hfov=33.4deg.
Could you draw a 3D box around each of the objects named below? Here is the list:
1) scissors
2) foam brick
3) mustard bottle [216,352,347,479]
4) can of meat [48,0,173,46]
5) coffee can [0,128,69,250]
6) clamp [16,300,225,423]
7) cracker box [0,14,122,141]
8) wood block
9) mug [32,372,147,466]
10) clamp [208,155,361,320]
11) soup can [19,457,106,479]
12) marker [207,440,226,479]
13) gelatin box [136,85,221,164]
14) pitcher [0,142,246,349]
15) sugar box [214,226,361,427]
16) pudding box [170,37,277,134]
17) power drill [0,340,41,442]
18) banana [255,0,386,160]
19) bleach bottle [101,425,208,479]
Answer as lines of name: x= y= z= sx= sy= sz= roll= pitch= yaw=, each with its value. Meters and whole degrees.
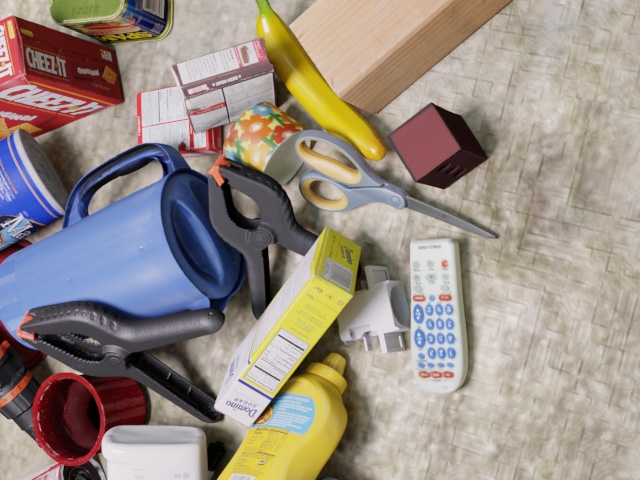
scissors: x=0.059 y=-0.032 z=0.995 sx=0.202 sy=0.016 sz=0.096 roll=34 pitch=140 yaw=2
foam brick: x=0.105 y=-0.082 z=0.949 sx=0.053 sy=0.078 sz=0.051 roll=-37 pitch=72 yaw=21
mustard bottle: x=-0.028 y=0.182 z=0.969 sx=0.096 sy=0.058 sz=0.191 roll=-6 pitch=44 yaw=50
can of meat: x=-0.219 y=-0.243 z=1.112 sx=0.102 sy=0.083 sz=0.057 roll=0 pitch=86 yaw=25
coffee can: x=-0.350 y=-0.040 z=1.129 sx=0.140 sy=0.103 sz=0.103 roll=-29 pitch=74 yaw=0
clamp: x=-0.184 y=0.096 z=1.013 sx=0.210 sy=0.036 sz=0.165 roll=18 pitch=136 yaw=1
cracker box: x=-0.343 y=-0.151 z=1.121 sx=0.214 sy=0.164 sz=0.072 roll=-17 pitch=81 yaw=24
wood block: x=0.087 y=-0.219 z=0.961 sx=0.206 sy=0.090 sz=0.091 roll=-39 pitch=70 yaw=19
mug: x=-0.240 y=0.182 z=1.092 sx=0.117 sy=0.081 sz=0.093 roll=-36 pitch=75 yaw=24
clamp: x=-0.057 y=0.001 z=1.010 sx=0.120 sy=0.039 sz=0.171 roll=-39 pitch=101 yaw=18
soup can: x=-0.282 y=0.271 z=1.116 sx=0.102 sy=0.068 sz=0.068 roll=-28 pitch=75 yaw=22
marker: x=-0.128 y=0.254 z=1.070 sx=0.020 sy=0.020 sz=0.121 roll=32 pitch=100 yaw=24
gelatin box: x=-0.145 y=-0.121 z=1.099 sx=0.089 sy=0.030 sz=0.073 roll=-7 pitch=82 yaw=25
pitcher: x=-0.208 y=0.018 z=1.068 sx=0.243 sy=0.145 sz=0.149 roll=-20 pitch=37 yaw=26
sugar box: x=-0.029 y=0.080 z=0.974 sx=0.048 sy=0.093 sz=0.176 roll=30 pitch=118 yaw=-8
pudding box: x=-0.088 y=-0.145 z=1.013 sx=0.090 sy=0.113 sz=0.039 roll=-19 pitch=81 yaw=-5
power drill: x=-0.386 y=0.170 z=1.155 sx=0.188 sy=0.057 sz=0.184 roll=-27 pitch=109 yaw=29
banana: x=-0.007 y=-0.146 z=1.013 sx=0.037 sy=0.069 sz=0.198 roll=-39 pitch=83 yaw=-2
bleach bottle: x=-0.160 y=0.309 z=1.036 sx=0.102 sy=0.068 sz=0.251 roll=1 pitch=99 yaw=-3
